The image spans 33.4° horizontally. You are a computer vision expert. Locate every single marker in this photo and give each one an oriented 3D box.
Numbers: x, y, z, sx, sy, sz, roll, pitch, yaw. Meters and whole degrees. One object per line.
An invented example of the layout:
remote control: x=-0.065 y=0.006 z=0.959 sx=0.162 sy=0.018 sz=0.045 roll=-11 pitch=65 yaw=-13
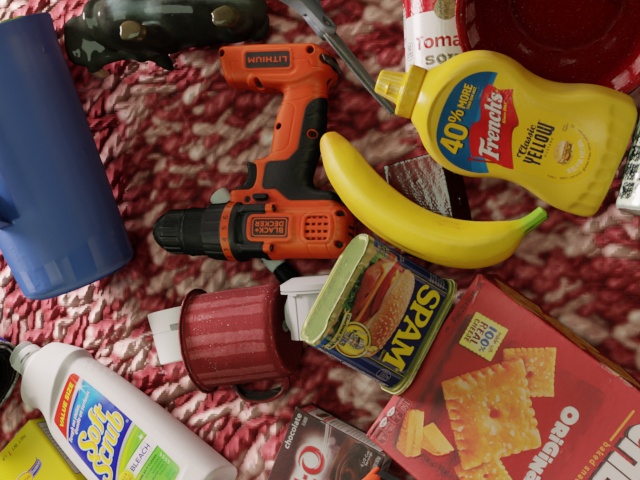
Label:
marker: x=-0.056 y=0.001 z=0.958 sx=0.020 sy=0.020 sz=0.121 roll=-46 pitch=71 yaw=15

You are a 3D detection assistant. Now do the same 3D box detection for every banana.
banana: x=0.075 y=-0.024 z=0.836 sx=0.198 sy=0.037 sz=0.069 roll=23 pitch=72 yaw=21

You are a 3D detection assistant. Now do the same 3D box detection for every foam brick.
foam brick: x=0.090 y=-0.029 z=0.876 sx=0.051 sy=0.053 sz=0.078 roll=-14 pitch=82 yaw=22

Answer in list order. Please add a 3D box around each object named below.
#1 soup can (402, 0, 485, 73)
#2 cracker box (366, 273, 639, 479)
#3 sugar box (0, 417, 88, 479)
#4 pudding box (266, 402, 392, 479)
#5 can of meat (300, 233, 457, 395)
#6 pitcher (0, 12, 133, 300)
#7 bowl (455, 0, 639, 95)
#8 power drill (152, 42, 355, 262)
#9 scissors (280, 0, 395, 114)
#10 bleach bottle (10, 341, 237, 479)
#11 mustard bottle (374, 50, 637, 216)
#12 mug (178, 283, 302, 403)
soup can: x=0.101 y=-0.181 z=0.872 sx=0.069 sy=0.068 sz=0.102 roll=-3 pitch=86 yaw=24
cracker box: x=0.165 y=0.152 z=0.823 sx=0.214 sy=0.072 sz=0.164 roll=39 pitch=103 yaw=20
sugar box: x=-0.241 y=0.263 z=1.010 sx=0.093 sy=0.048 sz=0.176 roll=-48 pitch=69 yaw=14
pudding box: x=0.003 y=0.208 z=0.908 sx=0.090 sy=0.039 sz=0.113 roll=25 pitch=97 yaw=21
can of meat: x=0.044 y=0.056 z=0.835 sx=0.084 sy=0.057 sz=0.102 roll=30 pitch=83 yaw=-15
pitcher: x=-0.268 y=-0.070 z=0.958 sx=0.149 sy=0.145 sz=0.243 roll=-23 pitch=99 yaw=-12
bowl: x=0.187 y=-0.180 z=0.820 sx=0.162 sy=0.055 sz=0.162 roll=7 pitch=120 yaw=12
power drill: x=-0.056 y=-0.074 z=0.930 sx=0.185 sy=0.057 sz=0.187 roll=1 pitch=84 yaw=18
scissors: x=0.005 y=-0.196 z=0.926 sx=0.202 sy=0.096 sz=0.016 roll=44 pitch=125 yaw=-3
bleach bottle: x=-0.199 y=0.179 z=0.989 sx=0.251 sy=0.068 sz=0.102 roll=32 pitch=97 yaw=24
mustard bottle: x=0.134 y=-0.092 z=0.815 sx=0.191 sy=0.058 sz=0.096 roll=19 pitch=116 yaw=5
mug: x=-0.063 y=0.092 z=0.925 sx=0.082 sy=0.093 sz=0.117 roll=-9 pitch=114 yaw=18
